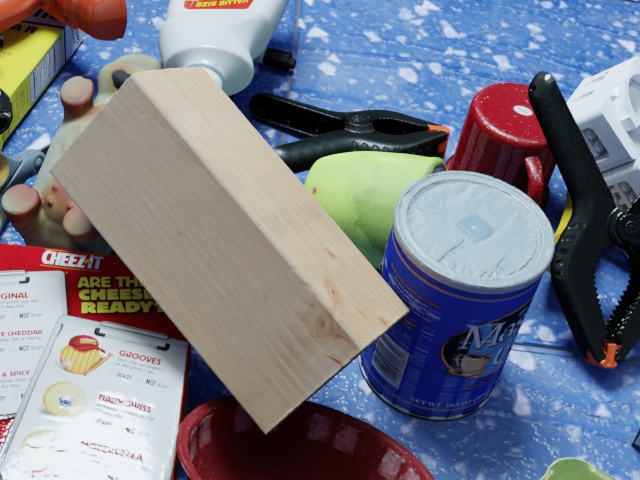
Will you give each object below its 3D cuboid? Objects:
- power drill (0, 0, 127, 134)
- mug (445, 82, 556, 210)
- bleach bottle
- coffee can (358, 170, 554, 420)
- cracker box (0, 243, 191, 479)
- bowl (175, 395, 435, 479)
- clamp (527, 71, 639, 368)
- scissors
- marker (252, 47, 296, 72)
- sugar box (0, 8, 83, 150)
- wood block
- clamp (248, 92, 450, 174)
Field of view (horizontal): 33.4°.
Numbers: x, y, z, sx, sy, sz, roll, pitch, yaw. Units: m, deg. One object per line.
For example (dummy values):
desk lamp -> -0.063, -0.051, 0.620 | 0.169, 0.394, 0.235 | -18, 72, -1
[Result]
power drill -> -0.247, -0.163, 0.838 | 0.185, 0.057, 0.187 | 38, 50, 25
mug -> 0.156, -0.067, 0.871 | 0.093, 0.081, 0.117 | 1, 46, -10
bleach bottle -> -0.067, -0.192, 0.856 | 0.102, 0.068, 0.250 | 10, 48, -2
coffee can -> 0.087, 0.039, 0.714 | 0.102, 0.140, 0.103 | 5, 46, -6
cracker box -> -0.165, 0.104, 0.652 | 0.164, 0.072, 0.213 | 6, 45, -6
bowl -> -0.011, 0.154, 0.620 | 0.162, 0.055, 0.162 | 16, 17, -5
clamp -> 0.207, -0.016, 0.768 | 0.164, 0.036, 0.210 | 15, 89, -12
scissors -> -0.226, -0.040, 0.806 | 0.016, 0.096, 0.201 | 18, 15, 16
marker -> -0.080, -0.179, 0.977 | 0.121, 0.020, 0.020 | 18, 46, 7
sugar box -> -0.275, -0.150, 0.895 | 0.093, 0.048, 0.176 | 15, 47, 4
wood block -> -0.054, 0.001, 0.653 | 0.206, 0.091, 0.090 | 49, 24, 7
clamp -> 0.021, -0.092, 0.899 | 0.171, 0.039, 0.120 | -1, 39, -21
